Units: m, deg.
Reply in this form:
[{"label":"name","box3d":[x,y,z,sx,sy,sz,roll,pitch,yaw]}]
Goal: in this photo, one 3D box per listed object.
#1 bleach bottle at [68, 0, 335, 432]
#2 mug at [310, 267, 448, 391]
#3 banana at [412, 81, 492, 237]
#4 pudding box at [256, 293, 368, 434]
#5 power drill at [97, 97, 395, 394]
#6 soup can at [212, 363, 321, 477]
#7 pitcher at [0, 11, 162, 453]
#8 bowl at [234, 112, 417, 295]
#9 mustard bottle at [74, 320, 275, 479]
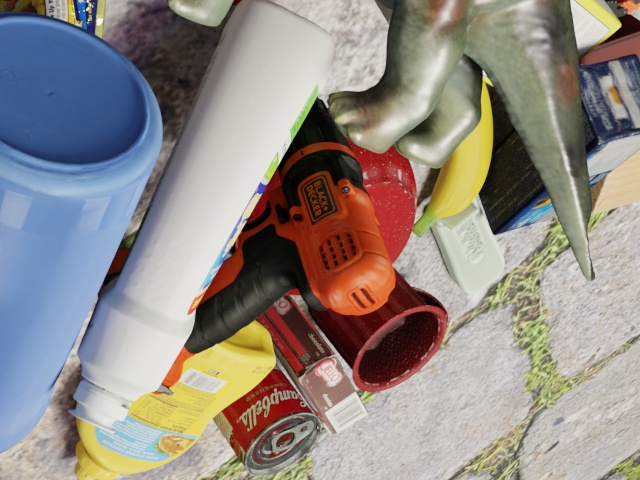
[{"label":"bleach bottle","box3d":[-0.074,-0.011,0.614,0.251,0.068,0.103,-65,-176,-10]},{"label":"mug","box3d":[0.054,0.062,0.892,0.117,0.082,0.093,-11,134,-33]},{"label":"banana","box3d":[0.103,-0.083,0.820,0.069,0.037,0.198,-36,143,-27]},{"label":"pudding box","box3d":[-0.011,0.096,0.863,0.039,0.090,0.113,-33,143,-8]},{"label":"power drill","box3d":[-0.054,0.001,0.685,0.188,0.184,0.057,-30,135,12]},{"label":"soup can","box3d":[-0.054,0.126,0.845,0.068,0.102,0.068,-23,140,-22]},{"label":"pitcher","box3d":[-0.171,0.012,0.537,0.144,0.149,0.243,-14,153,-40]},{"label":"bowl","box3d":[0.018,-0.015,0.788,0.161,0.055,0.162,-24,133,-28]},{"label":"mustard bottle","box3d":[-0.126,0.122,0.797,0.096,0.058,0.192,26,121,-34]}]
